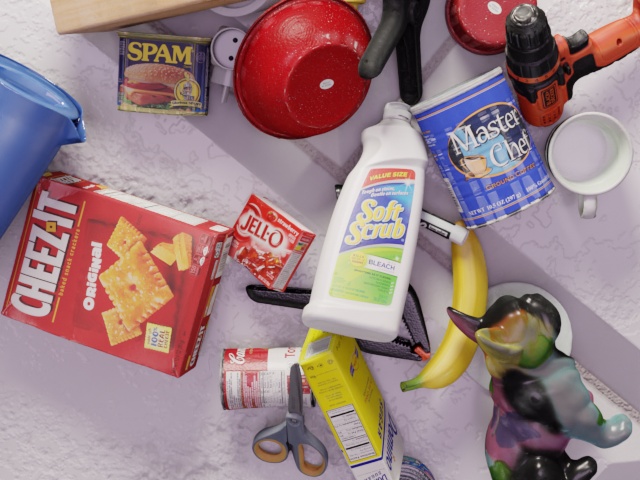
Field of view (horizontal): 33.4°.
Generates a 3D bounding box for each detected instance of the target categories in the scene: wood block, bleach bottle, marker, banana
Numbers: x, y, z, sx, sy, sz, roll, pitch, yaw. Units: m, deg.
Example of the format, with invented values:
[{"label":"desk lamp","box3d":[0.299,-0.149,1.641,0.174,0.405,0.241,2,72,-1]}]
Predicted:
[{"label":"wood block","box3d":[-0.166,-0.270,1.072,0.206,0.090,0.090,-6,99,27]},{"label":"bleach bottle","box3d":[0.053,-0.026,1.111,0.102,0.068,0.251,12,74,-4]},{"label":"marker","box3d":[0.102,-0.028,1.152,0.121,0.020,0.020,27,98,15]},{"label":"banana","box3d":[0.148,0.079,1.155,0.069,0.037,0.198,24,80,-30]}]

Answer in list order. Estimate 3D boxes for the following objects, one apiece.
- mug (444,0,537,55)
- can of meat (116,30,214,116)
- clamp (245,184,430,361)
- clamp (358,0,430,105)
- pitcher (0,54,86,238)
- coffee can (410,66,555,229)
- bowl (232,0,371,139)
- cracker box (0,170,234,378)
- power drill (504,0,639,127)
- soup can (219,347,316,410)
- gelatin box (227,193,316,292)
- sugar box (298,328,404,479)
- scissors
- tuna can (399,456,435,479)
[{"label":"mug","box3d":[0.180,-0.251,1.100,0.093,0.081,0.117,11,98,1]},{"label":"can of meat","box3d":[-0.167,-0.178,1.140,0.102,0.057,0.084,5,101,2]},{"label":"clamp","box3d":[0.045,0.051,1.169,0.210,0.036,0.165,34,104,-2]},{"label":"clamp","box3d":[0.089,-0.227,1.114,0.039,0.120,0.171,12,80,25]},{"label":"pitcher","box3d":[-0.366,-0.073,1.093,0.144,0.149,0.243,23,105,-44]},{"label":"coffee can","box3d":[0.169,-0.096,1.112,0.103,0.103,0.140,-25,96,6]},{"label":"bowl","box3d":[-0.006,-0.167,1.093,0.161,0.055,0.162,-14,124,-21]},{"label":"cracker box","box3d":[-0.219,0.035,1.150,0.214,0.072,0.164,18,98,8]},{"label":"power drill","box3d":[0.271,-0.210,1.067,0.187,0.184,0.057,-30,62,2]},{"label":"soup can","box3d":[-0.057,0.152,1.174,0.102,0.068,0.068,-1,98,2]},{"label":"gelatin box","box3d":[-0.058,0.001,1.151,0.089,0.030,0.073,37,102,35]},{"label":"sugar box","box3d":[0.037,0.177,1.146,0.048,0.093,0.176,-22,107,18]},{"label":"scissors","box3d":[-0.044,0.194,1.153,0.096,0.016,0.201,0,135,19]},{"label":"tuna can","box3d":[0.090,0.288,1.204,0.086,0.033,0.086,0,98,3]}]
